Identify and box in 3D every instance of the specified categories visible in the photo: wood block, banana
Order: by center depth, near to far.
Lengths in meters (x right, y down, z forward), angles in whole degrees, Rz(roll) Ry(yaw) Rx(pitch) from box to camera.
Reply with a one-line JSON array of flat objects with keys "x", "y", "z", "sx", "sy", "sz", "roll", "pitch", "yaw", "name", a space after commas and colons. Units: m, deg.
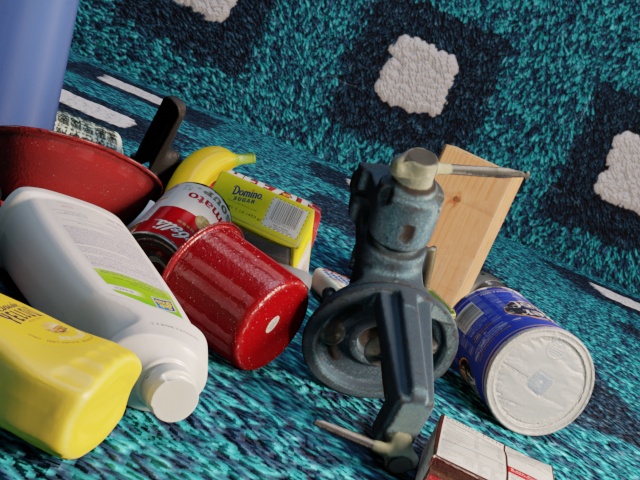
[{"x": -0.127, "y": -0.044, "z": 1.093, "sx": 0.070, "sy": 0.037, "sz": 0.197, "roll": 8, "pitch": 42, "yaw": 13, "name": "banana"}, {"x": 0.148, "y": 0.002, "z": 1.239, "sx": 0.091, "sy": 0.206, "sz": 0.090, "roll": 26, "pitch": 9, "yaw": 14, "name": "wood block"}]

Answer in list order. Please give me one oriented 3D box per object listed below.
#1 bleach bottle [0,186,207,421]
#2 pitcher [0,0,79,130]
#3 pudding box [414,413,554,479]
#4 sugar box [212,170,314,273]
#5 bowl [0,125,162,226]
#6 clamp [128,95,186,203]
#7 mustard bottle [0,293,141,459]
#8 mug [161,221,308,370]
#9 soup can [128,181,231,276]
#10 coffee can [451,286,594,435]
[{"x": -0.144, "y": 0.043, "z": 0.703, "sx": 0.102, "sy": 0.068, "sz": 0.251, "roll": 17, "pitch": 13, "yaw": -32, "name": "bleach bottle"}, {"x": -0.307, "y": -0.176, "z": 0.993, "sx": 0.148, "sy": 0.243, "sz": 0.145, "roll": 6, "pitch": 18, "yaw": -40, "name": "pitcher"}, {"x": 0.111, "y": 0.164, "z": 0.721, "sx": 0.090, "sy": 0.039, "sz": 0.113, "roll": 24, "pitch": 7, "yaw": 7, "name": "pudding box"}, {"x": -0.057, "y": 0.001, "z": 1.002, "sx": 0.093, "sy": 0.048, "sz": 0.176, "roll": 25, "pitch": -16, "yaw": 5, "name": "sugar box"}, {"x": -0.220, "y": -0.041, "z": 0.916, "sx": 0.162, "sy": 0.055, "sz": 0.162, "roll": 12, "pitch": -15, "yaw": 3, "name": "bowl"}, {"x": -0.198, "y": -0.063, "z": 1.100, "sx": 0.036, "sy": 0.164, "sz": 0.210, "roll": 51, "pitch": -9, "yaw": 9, "name": "clamp"}, {"x": -0.194, "y": 0.046, "z": 0.554, "sx": 0.191, "sy": 0.058, "sz": 0.096, "roll": 24, "pitch": 7, "yaw": 7, "name": "mustard bottle"}, {"x": -0.057, "y": 0.045, "z": 0.820, "sx": 0.082, "sy": 0.093, "sz": 0.117, "roll": 34, "pitch": 19, "yaw": 28, "name": "mug"}, {"x": -0.120, "y": 0.001, "z": 0.878, "sx": 0.068, "sy": 0.069, "sz": 0.102, "roll": 24, "pitch": 31, "yaw": 4, "name": "soup can"}, {"x": 0.184, "y": 0.111, "z": 1.016, "sx": 0.102, "sy": 0.103, "sz": 0.140, "roll": 21, "pitch": 9, "yaw": -14, "name": "coffee can"}]
